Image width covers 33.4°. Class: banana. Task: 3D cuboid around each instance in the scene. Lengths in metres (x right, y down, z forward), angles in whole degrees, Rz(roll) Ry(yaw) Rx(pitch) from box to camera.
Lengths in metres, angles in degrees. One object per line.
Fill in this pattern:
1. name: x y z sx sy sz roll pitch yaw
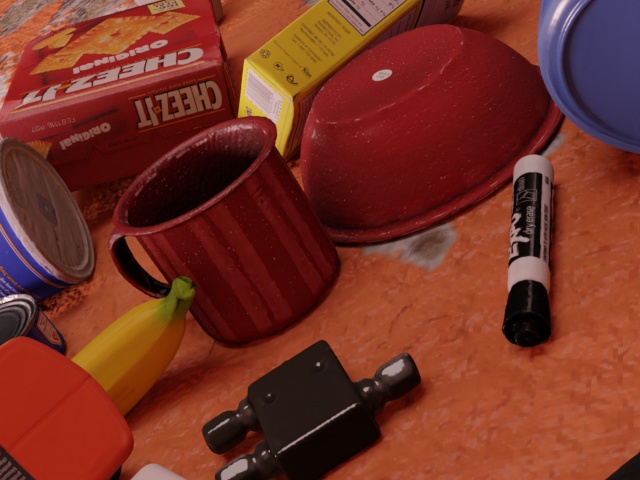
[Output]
1. banana: -0.133 0.087 0.508 0.197 0.069 0.037 -42 67 -6

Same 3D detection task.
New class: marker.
1. marker: 0.090 0.003 0.456 0.020 0.020 0.121 -19 30 25

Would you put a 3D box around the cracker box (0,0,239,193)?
1. cracker box: -0.150 -0.119 0.817 0.164 0.072 0.214 -16 27 -1

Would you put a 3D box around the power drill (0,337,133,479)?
1. power drill: -0.123 0.108 0.377 0.184 0.057 0.188 -46 -6 -38

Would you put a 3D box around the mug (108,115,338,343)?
1. mug: -0.054 0.001 0.541 0.117 0.081 0.093 -19 30 23

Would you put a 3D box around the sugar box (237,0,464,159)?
1. sugar box: 0.026 -0.130 0.671 0.176 0.048 0.093 -44 -8 -19

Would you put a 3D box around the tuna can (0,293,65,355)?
1. tuna can: -0.193 0.072 0.621 0.086 0.033 0.086 -25 28 14

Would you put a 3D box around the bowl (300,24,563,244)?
1. bowl: 0.048 -0.070 0.583 0.162 0.055 0.162 -25 27 14

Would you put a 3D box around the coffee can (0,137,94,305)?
1. coffee can: -0.233 0.011 0.690 0.140 0.102 0.103 -28 27 9
